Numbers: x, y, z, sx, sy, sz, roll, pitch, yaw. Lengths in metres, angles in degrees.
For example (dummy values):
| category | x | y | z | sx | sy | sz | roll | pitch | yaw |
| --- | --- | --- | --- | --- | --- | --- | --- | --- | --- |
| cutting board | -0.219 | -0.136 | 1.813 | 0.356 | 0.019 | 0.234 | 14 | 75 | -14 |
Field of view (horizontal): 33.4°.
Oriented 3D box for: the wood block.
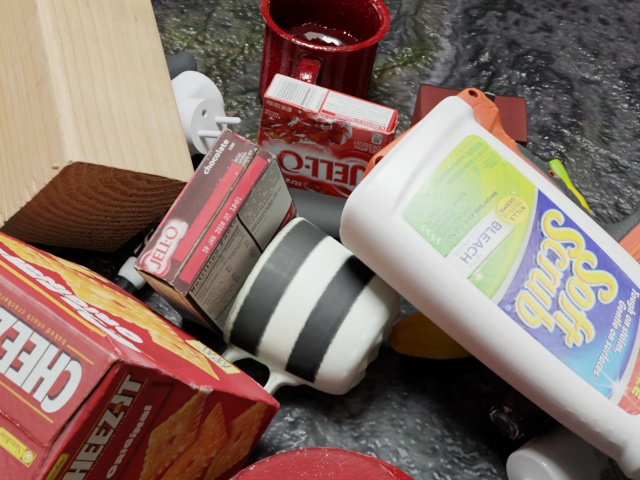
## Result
| category | x | y | z | sx | sy | sz | roll | pitch | yaw |
| --- | --- | --- | --- | --- | --- | --- | --- | --- | --- |
| wood block | -0.157 | -0.107 | 0.658 | 0.090 | 0.091 | 0.206 | 9 | 56 | -46 |

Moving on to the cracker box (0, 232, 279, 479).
| category | x | y | z | sx | sy | sz | roll | pitch | yaw |
| --- | --- | --- | --- | --- | --- | --- | --- | --- | --- |
| cracker box | -0.125 | 0.050 | 0.493 | 0.164 | 0.213 | 0.072 | 31 | 85 | 19 |

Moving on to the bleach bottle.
| category | x | y | z | sx | sy | sz | roll | pitch | yaw |
| --- | --- | --- | --- | --- | --- | --- | --- | --- | --- |
| bleach bottle | 0.133 | 0.038 | 0.544 | 0.251 | 0.068 | 0.102 | 39 | 70 | 16 |

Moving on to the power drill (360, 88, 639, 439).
| category | x | y | z | sx | sy | sz | roll | pitch | yaw |
| --- | --- | --- | --- | --- | --- | --- | --- | --- | --- |
| power drill | 0.113 | 0.006 | 0.631 | 0.188 | 0.057 | 0.184 | 43 | 59 | 18 |

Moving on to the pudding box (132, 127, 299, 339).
| category | x | y | z | sx | sy | sz | roll | pitch | yaw |
| --- | --- | --- | --- | --- | --- | --- | --- | --- | --- |
| pudding box | -0.054 | 0.001 | 0.600 | 0.039 | 0.113 | 0.090 | 29 | 77 | 17 |

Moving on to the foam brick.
| category | x | y | z | sx | sy | sz | roll | pitch | yaw |
| --- | --- | --- | --- | --- | --- | --- | --- | --- | --- |
| foam brick | 0.104 | -0.072 | 0.760 | 0.078 | 0.053 | 0.051 | 7 | 45 | -3 |

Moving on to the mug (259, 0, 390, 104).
| category | x | y | z | sx | sy | sz | roll | pitch | yaw |
| --- | --- | --- | --- | --- | --- | --- | --- | --- | --- |
| mug | -0.003 | -0.126 | 0.772 | 0.093 | 0.081 | 0.117 | 11 | 45 | 0 |

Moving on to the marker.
| category | x | y | z | sx | sy | sz | roll | pitch | yaw |
| --- | --- | --- | --- | --- | --- | --- | --- | --- | --- |
| marker | -0.098 | 0.001 | 0.652 | 0.020 | 0.020 | 0.121 | 29 | 66 | 17 |

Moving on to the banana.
| category | x | y | z | sx | sy | sz | roll | pitch | yaw |
| --- | --- | --- | --- | --- | --- | --- | --- | --- | --- |
| banana | 0.124 | 0.025 | 0.679 | 0.070 | 0.037 | 0.197 | 35 | 54 | 18 |

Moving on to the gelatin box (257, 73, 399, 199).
| category | x | y | z | sx | sy | sz | roll | pitch | yaw |
| --- | --- | --- | --- | --- | --- | --- | --- | --- | --- |
| gelatin box | 0.003 | -0.064 | 0.720 | 0.089 | 0.073 | 0.030 | 18 | 47 | 6 |
